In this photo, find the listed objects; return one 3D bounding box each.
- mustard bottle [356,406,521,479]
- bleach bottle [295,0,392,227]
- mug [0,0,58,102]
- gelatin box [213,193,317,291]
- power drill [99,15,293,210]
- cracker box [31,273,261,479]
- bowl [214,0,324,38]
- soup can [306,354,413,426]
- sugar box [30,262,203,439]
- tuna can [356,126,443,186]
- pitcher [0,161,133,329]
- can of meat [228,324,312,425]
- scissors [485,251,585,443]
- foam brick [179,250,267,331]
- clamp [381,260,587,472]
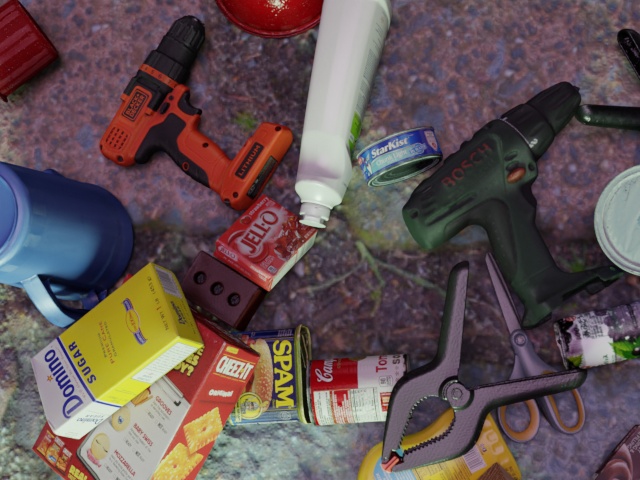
[{"bbox_3d":[0.097,0.239,1.069,0.191,0.058,0.096,-28,84,4],"label":"mustard bottle"},{"bbox_3d":[0.016,-0.140,1.114,0.068,0.102,0.251,11,83,15],"label":"bleach bottle"},{"bbox_3d":[-0.353,-0.221,1.202,0.081,0.093,0.117,-37,42,-3],"label":"mug"},{"bbox_3d":[-0.057,0.001,1.121,0.073,0.030,0.089,33,51,13],"label":"gelatin box"},{"bbox_3d":[-0.126,-0.133,1.162,0.188,0.057,0.184,31,91,15],"label":"power drill"},{"bbox_3d":[-0.178,0.167,1.086,0.164,0.072,0.214,30,91,37],"label":"cracker box"},{"bbox_3d":[-0.051,-0.308,1.175,0.162,0.055,0.162,-1,81,9],"label":"bowl"},{"bbox_3d":[0.041,0.152,1.086,0.102,0.068,0.068,-5,81,8],"label":"soup can"},{"bbox_3d":[-0.204,0.110,1.049,0.176,0.048,0.093,-37,57,16],"label":"sugar box"},{"bbox_3d":[0.083,-0.086,1.105,0.086,0.086,0.034,-20,81,6],"label":"tuna can"},{"bbox_3d":[-0.287,-0.001,1.072,0.149,0.242,0.145,24,89,12],"label":"pitcher"},{"bbox_3d":[-0.054,0.141,1.109,0.084,0.057,0.102,-5,80,11],"label":"can of meat"},{"bbox_3d":[0.192,0.119,1.091,0.096,0.016,0.202,-34,78,-2],"label":"scissors"},{"bbox_3d":[-0.104,0.054,1.132,0.078,0.051,0.053,31,87,12],"label":"foam brick"},{"bbox_3d":[0.127,0.135,1.029,0.210,0.036,0.164,-41,84,2],"label":"clamp"}]
